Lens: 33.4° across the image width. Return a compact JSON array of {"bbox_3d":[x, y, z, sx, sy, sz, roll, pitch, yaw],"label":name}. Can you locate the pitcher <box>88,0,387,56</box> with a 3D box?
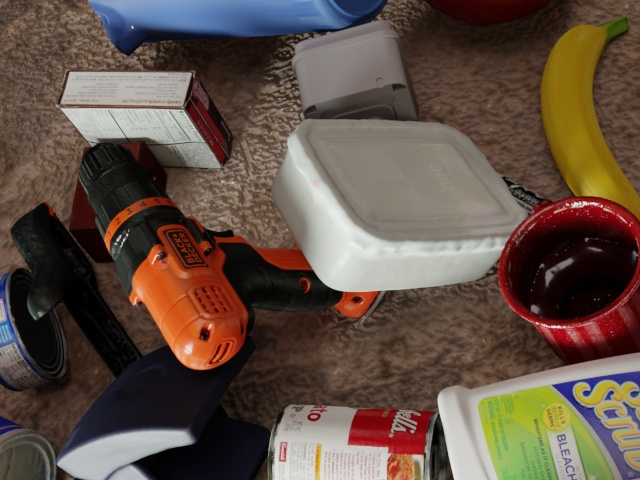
[{"bbox_3d":[-0.061,-0.227,0.822,0.243,0.149,0.144,10,30,40],"label":"pitcher"}]

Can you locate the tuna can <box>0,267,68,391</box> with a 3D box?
[{"bbox_3d":[-0.219,0.065,0.775,0.034,0.086,0.086,-21,59,6],"label":"tuna can"}]

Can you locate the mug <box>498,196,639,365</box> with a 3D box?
[{"bbox_3d":[0.167,0.024,0.686,0.093,0.081,0.117,-31,48,10],"label":"mug"}]

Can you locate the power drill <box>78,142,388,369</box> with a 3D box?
[{"bbox_3d":[-0.055,0.001,0.718,0.187,0.057,0.184,-5,49,-39],"label":"power drill"}]

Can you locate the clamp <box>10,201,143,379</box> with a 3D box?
[{"bbox_3d":[-0.182,0.035,0.788,0.039,0.120,0.171,-32,38,0],"label":"clamp"}]

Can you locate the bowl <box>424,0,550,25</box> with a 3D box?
[{"bbox_3d":[0.114,-0.217,0.828,0.162,0.055,0.162,17,40,-16],"label":"bowl"}]

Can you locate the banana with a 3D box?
[{"bbox_3d":[0.195,-0.087,0.771,0.070,0.037,0.198,-4,61,14],"label":"banana"}]

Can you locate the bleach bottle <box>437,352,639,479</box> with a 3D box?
[{"bbox_3d":[0.202,0.103,0.624,0.251,0.068,0.102,-19,61,16],"label":"bleach bottle"}]

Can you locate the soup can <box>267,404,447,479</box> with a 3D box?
[{"bbox_3d":[0.025,0.140,0.676,0.102,0.068,0.068,0,62,16],"label":"soup can"}]

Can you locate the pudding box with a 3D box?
[{"bbox_3d":[-0.136,-0.095,0.837,0.114,0.090,0.039,2,63,17],"label":"pudding box"}]

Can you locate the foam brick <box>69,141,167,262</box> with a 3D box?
[{"bbox_3d":[-0.156,-0.030,0.829,0.051,0.053,0.078,-4,62,13],"label":"foam brick"}]

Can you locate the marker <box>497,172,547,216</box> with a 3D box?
[{"bbox_3d":[0.143,-0.030,0.765,0.121,0.020,0.020,34,75,28],"label":"marker"}]
